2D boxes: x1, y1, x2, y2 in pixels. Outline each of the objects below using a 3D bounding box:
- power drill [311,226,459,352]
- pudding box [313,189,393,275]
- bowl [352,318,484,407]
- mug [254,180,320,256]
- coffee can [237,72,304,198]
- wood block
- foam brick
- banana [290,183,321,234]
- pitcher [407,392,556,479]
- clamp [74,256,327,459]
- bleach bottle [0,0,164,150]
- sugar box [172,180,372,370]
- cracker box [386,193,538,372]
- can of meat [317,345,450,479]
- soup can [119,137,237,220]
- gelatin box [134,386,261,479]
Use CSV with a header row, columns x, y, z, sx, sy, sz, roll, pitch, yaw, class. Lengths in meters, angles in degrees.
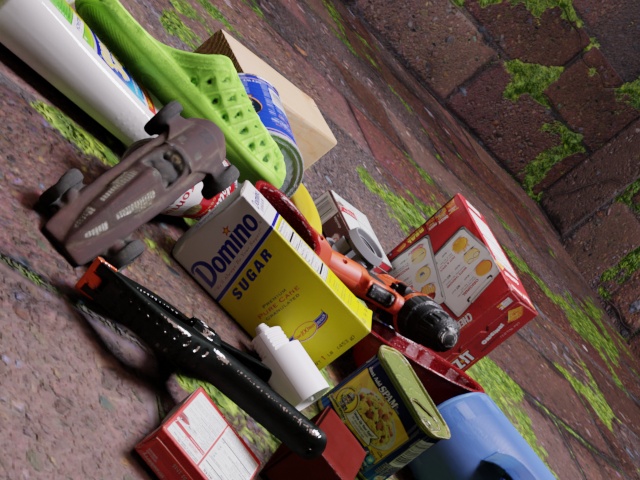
x,y,z,sx,sy,sz,roll,pitch,yaw,class
0.046,0.050,1.141,0.187,0.057,0.185,31,-1,-25,power drill
0.042,-0.005,1.426,0.090,0.039,0.113,35,23,-45,pudding box
0.092,0.142,1.138,0.162,0.055,0.162,29,3,-2,bowl
-0.057,0.001,1.053,0.093,0.082,0.117,51,16,4,mug
-0.081,-0.112,1.208,0.102,0.103,0.140,40,19,-34,coffee can
-0.082,-0.166,1.355,0.205,0.090,0.091,31,25,-52,wood block
-0.004,0.177,0.850,0.051,0.053,0.078,50,17,1,foam brick
-0.030,-0.037,1.298,0.069,0.037,0.198,45,16,-24,banana
0.182,0.263,1.019,0.144,0.149,0.243,10,38,-49,pitcher
-0.088,0.085,0.799,0.209,0.036,0.165,39,-3,-29,clamp
-0.211,-0.152,1.019,0.250,0.068,0.102,44,10,-32,bleach bottle
-0.043,0.041,0.981,0.176,0.093,0.048,46,18,-14,sugar box
0.167,0.064,1.379,0.072,0.164,0.214,37,20,-33,cracker box
0.057,0.164,0.992,0.057,0.084,0.102,24,30,-58,can of meat
-0.132,-0.056,0.994,0.068,0.069,0.102,56,20,20,soup can
-0.083,0.150,0.738,0.073,0.030,0.089,51,15,-2,gelatin box
